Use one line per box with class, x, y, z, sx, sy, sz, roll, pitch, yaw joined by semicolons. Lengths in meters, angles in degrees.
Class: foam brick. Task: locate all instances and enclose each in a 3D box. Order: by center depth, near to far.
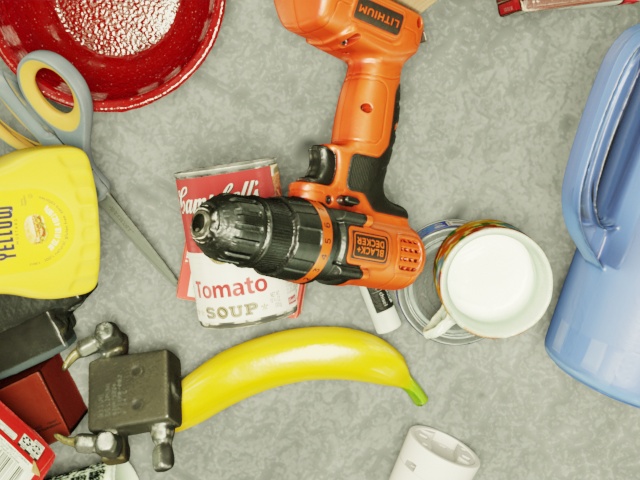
foam brick;-0.215;0.123;0.758;0.078;0.051;0.053;-24;99;5

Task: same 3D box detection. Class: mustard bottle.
mustard bottle;-0.231;-0.004;0.640;0.191;0.058;0.096;-8;103;-32

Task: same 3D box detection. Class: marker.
marker;0.027;0.008;0.752;0.020;0.020;0.121;-21;98;4

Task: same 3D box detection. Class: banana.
banana;-0.023;0.097;0.758;0.198;0.037;0.069;-6;98;2

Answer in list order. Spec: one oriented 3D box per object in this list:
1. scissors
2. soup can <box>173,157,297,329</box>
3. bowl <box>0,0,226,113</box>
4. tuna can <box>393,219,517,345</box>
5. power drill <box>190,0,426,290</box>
scissors;-0.146;-0.050;0.708;0.201;0.016;0.096;41;133;-17
soup can;-0.055;0.001;0.698;0.068;0.068;0.102;-8;97;2
bowl;-0.140;-0.167;0.710;0.162;0.055;0.162;0;99;1
tuna can;0.094;0.029;0.747;0.086;0.034;0.086;0;99;1
power drill;0.000;-0.065;0.668;0.057;0.184;0.187;1;83;43
